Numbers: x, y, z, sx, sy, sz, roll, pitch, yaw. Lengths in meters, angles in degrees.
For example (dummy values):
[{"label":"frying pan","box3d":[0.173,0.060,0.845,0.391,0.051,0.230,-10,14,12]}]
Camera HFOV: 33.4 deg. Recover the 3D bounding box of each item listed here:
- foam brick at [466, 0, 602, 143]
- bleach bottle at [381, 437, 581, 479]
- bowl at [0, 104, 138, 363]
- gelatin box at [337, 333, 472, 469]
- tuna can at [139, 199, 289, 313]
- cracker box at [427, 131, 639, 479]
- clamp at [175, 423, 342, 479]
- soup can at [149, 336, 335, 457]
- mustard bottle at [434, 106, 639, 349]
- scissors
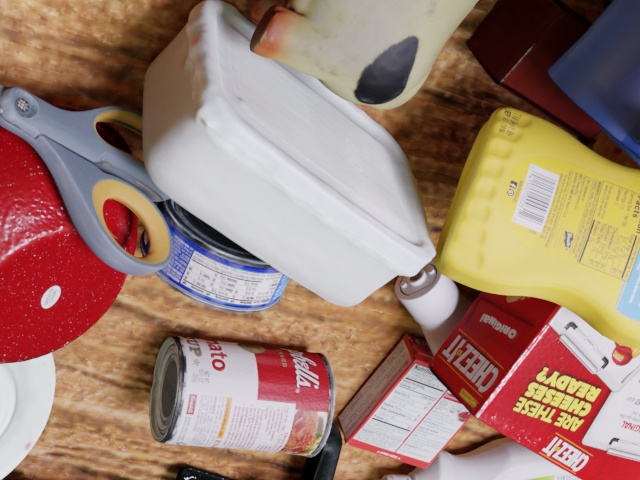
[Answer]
[{"label":"foam brick","box3d":[0.131,-0.101,0.591,0.078,0.053,0.051,25,115,-32]},{"label":"bleach bottle","box3d":[0.169,0.183,0.805,0.250,0.068,0.102,2,103,-12]},{"label":"bowl","box3d":[-0.152,0.011,0.547,0.162,0.055,0.162,-30,148,-22]},{"label":"gelatin box","box3d":[0.067,0.113,0.745,0.073,0.030,0.089,22,117,-28]},{"label":"tuna can","box3d":[-0.054,0.001,0.590,0.086,0.086,0.034,13,119,-25]},{"label":"cracker box","box3d":[0.195,0.041,0.676,0.164,0.072,0.214,33,97,-33]},{"label":"clamp","box3d":[-0.011,0.190,0.770,0.120,0.039,0.171,-23,134,19]},{"label":"soup can","box3d":[-0.051,0.099,0.675,0.102,0.068,0.069,9,122,-22]},{"label":"mustard bottle","box3d":[0.165,0.005,0.572,0.191,0.058,0.096,21,76,0]},{"label":"scissors","box3d":[-0.131,-0.040,0.485,0.016,0.096,0.201,-23,156,33]}]
